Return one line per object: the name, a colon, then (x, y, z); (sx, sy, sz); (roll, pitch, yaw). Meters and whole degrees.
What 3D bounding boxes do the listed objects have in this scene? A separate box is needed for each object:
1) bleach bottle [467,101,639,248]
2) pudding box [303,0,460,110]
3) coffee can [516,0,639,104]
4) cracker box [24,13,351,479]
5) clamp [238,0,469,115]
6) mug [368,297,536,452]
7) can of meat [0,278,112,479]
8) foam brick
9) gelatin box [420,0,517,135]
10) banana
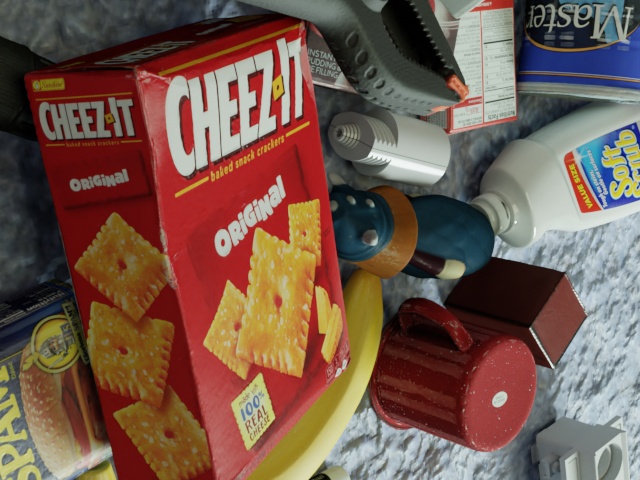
bleach bottle: (0.205, -0.049, 0.821); (0.250, 0.068, 0.102); (-25, 114, -33)
pudding box: (0.032, -0.134, 0.653); (0.113, 0.039, 0.090); (8, 94, -35)
coffee can: (0.197, -0.171, 0.759); (0.102, 0.103, 0.140); (-1, 99, -42)
cracker box: (-0.054, 0.001, 0.554); (0.164, 0.072, 0.214); (-38, 124, -58)
clamp: (0.015, -0.147, 0.581); (0.209, 0.036, 0.164); (35, 51, -40)
mug: (0.090, 0.087, 0.729); (0.093, 0.082, 0.117); (-40, 123, -29)
can of meat: (-0.149, 0.080, 0.532); (0.083, 0.058, 0.102); (-28, 117, -38)
foam brick: (0.142, 0.051, 0.773); (0.051, 0.078, 0.053); (-54, 131, -21)
gelatin box: (0.101, -0.121, 0.733); (0.073, 0.030, 0.089); (-16, 108, -40)
banana: (-0.011, 0.106, 0.674); (0.197, 0.037, 0.069); (-48, 128, -24)
